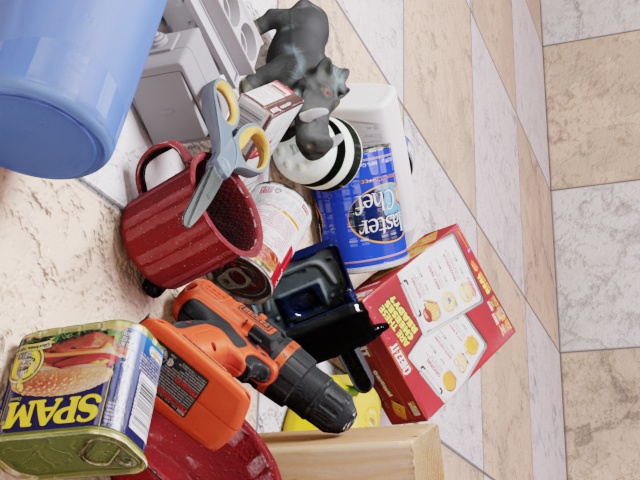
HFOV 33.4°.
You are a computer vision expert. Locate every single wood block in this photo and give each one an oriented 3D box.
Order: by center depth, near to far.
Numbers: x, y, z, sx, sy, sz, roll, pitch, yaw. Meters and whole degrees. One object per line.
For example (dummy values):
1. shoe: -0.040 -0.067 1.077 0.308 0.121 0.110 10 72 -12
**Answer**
1. wood block: -0.005 0.210 0.904 0.090 0.206 0.090 -2 85 -70

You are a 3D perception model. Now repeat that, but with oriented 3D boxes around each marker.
1. marker: -0.122 0.019 0.921 0.121 0.020 0.020 -51 131 -63

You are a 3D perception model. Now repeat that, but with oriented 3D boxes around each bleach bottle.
1. bleach bottle: 0.067 -0.078 1.374 0.068 0.103 0.251 -59 145 -46

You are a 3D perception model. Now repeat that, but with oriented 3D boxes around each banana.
1. banana: -0.007 0.206 1.114 0.037 0.069 0.197 -58 -174 44

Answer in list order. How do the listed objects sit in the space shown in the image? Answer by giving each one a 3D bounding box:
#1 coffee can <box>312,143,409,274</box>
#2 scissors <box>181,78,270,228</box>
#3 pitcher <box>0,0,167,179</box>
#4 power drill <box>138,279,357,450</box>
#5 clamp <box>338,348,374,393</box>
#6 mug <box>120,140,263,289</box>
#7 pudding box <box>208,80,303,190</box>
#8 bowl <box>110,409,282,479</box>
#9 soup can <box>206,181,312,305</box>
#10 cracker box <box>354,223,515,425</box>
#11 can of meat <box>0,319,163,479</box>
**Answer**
1. coffee can: 0.045 -0.038 1.267 0.102 0.103 0.140 -28 110 -68
2. scissors: -0.085 -0.075 0.833 0.096 0.016 0.201 64 21 -6
3. pitcher: -0.173 -0.171 0.711 0.145 0.149 0.242 79 18 -59
4. power drill: -0.065 0.106 0.839 0.057 0.184 0.187 -57 170 11
5. clamp: 0.013 0.089 1.183 0.120 0.039 0.171 40 37 -37
6. mug: -0.111 -0.022 0.857 0.117 0.082 0.093 63 22 0
7. pudding box: -0.069 -0.087 0.983 0.039 0.114 0.090 37 24 4
8. bowl: -0.107 0.163 0.796 0.162 0.055 0.162 36 14 -11
9. soup can: -0.057 0.001 1.004 0.102 0.069 0.068 -62 142 -39
10. cracker box: 0.128 0.099 1.307 0.213 0.072 0.164 -35 99 -42
11. can of meat: -0.155 0.103 0.686 0.057 0.102 0.084 60 29 -47
